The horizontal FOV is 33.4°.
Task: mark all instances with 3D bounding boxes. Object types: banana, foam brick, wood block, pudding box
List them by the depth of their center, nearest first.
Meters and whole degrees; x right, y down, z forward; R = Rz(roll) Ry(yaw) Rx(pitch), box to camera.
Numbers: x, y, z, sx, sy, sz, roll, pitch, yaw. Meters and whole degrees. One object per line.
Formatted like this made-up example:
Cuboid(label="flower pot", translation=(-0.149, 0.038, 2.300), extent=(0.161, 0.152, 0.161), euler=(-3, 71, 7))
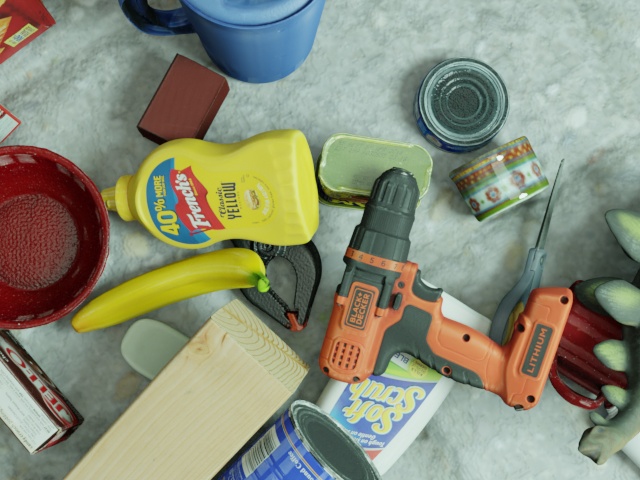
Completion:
Cuboid(label="wood block", translation=(-0.116, 0.158, 0.894), extent=(0.091, 0.090, 0.206), euler=(43, 101, 2))
Cuboid(label="pudding box", translation=(-0.260, 0.129, 0.920), extent=(0.039, 0.090, 0.113), euler=(-43, 87, -4))
Cuboid(label="banana", translation=(-0.126, 0.040, 0.938), extent=(0.198, 0.069, 0.037), euler=(-15, 101, 21))
Cuboid(label="foam brick", translation=(-0.123, -0.120, 0.965), extent=(0.051, 0.053, 0.078), euler=(28, 84, 1))

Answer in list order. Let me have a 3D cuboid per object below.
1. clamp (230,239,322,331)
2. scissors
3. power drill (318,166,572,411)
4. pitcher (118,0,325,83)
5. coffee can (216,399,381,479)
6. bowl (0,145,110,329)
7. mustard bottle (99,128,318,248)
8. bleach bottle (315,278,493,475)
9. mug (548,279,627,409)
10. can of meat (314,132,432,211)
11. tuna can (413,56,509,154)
Cuboid(label="clamp", translation=(-0.056, 0.001, 0.964), extent=(0.120, 0.039, 0.171), euler=(-11, 87, 15))
Cuboid(label="scissors", translation=(0.182, 0.024, 0.940), extent=(0.016, 0.096, 0.202), euler=(11, 95, 31))
Cuboid(label="power drill", translation=(0.106, 0.048, 0.879), extent=(0.188, 0.057, 0.184), euler=(17, 96, 9))
Cuboid(label="pitcher", translation=(-0.065, -0.205, 0.878), extent=(0.149, 0.243, 0.145), euler=(27, 85, 1))
Cuboid(label="coffee can", translation=(-0.034, 0.214, 0.864), extent=(0.103, 0.102, 0.140), euler=(44, 101, 2))
Cuboid(label="bowl", translation=(-0.263, -0.001, 0.949), extent=(0.162, 0.055, 0.162), euler=(0, 85, -1))
Cuboid(label="mustard bottle", translation=(-0.101, -0.041, 0.922), extent=(0.192, 0.058, 0.096), euler=(-3, 113, 17))
Cuboid(label="bleach bottle", translation=(0.048, 0.157, 0.941), extent=(0.102, 0.068, 0.251), euler=(31, 87, 3))
Cuboid(label="mug", translation=(0.235, 0.096, 0.931), extent=(0.081, 0.093, 0.117), euler=(31, 55, 6))
Cuboid(label="can of meat", translation=(0.046, -0.059, 0.948), extent=(0.102, 0.084, 0.057), euler=(8, 85, -1))
Cuboid(label="tuna can", translation=(0.130, -0.124, 0.981), extent=(0.086, 0.034, 0.086), euler=(0, 85, -2))
